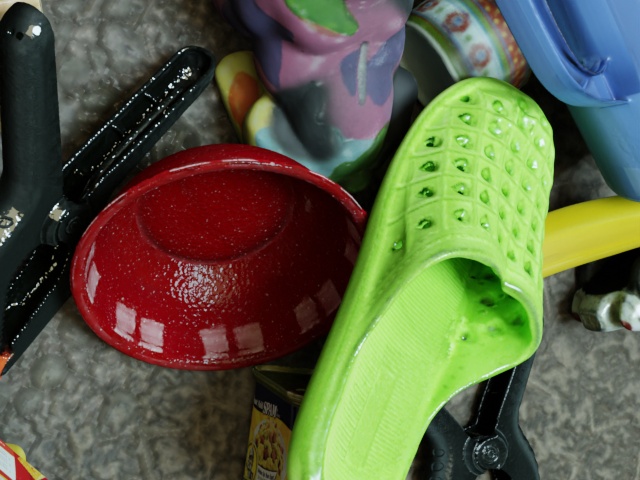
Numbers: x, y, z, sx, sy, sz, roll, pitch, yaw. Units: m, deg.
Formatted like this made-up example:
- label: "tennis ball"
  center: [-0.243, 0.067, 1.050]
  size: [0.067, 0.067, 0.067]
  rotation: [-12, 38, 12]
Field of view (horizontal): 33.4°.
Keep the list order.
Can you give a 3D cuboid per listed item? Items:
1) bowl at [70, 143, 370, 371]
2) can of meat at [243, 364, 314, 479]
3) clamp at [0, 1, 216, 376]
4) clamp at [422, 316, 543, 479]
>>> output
- label: "bowl"
  center: [-0.054, 0.001, 0.579]
  size: [0.162, 0.055, 0.162]
  rotation: [-7, 136, -7]
- label: "can of meat"
  center: [-0.007, 0.121, 0.600]
  size: [0.057, 0.102, 0.084]
  rotation: [8, 91, -20]
- label: "clamp"
  center: [-0.141, -0.021, 0.537]
  size: [0.036, 0.164, 0.210]
  rotation: [33, 98, 19]
- label: "clamp"
  center: [0.105, 0.121, 0.671]
  size: [0.120, 0.039, 0.171]
  rotation: [-22, 105, -13]
